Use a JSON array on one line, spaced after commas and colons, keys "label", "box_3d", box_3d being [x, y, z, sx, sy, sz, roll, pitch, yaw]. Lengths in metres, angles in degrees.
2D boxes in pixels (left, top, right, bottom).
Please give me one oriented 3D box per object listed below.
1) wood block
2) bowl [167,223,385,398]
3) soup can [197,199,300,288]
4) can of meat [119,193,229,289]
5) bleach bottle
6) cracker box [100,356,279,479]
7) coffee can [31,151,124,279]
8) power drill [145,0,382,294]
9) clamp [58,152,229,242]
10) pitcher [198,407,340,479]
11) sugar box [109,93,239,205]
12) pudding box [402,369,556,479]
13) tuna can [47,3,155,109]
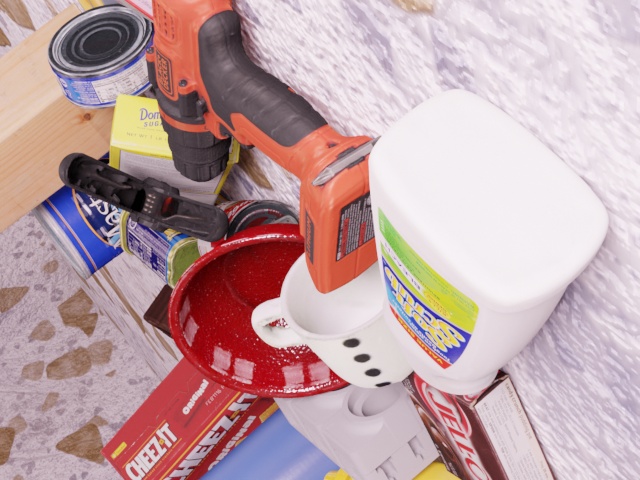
[{"label": "wood block", "box_3d": [-0.260, -0.097, 0.935, 0.090, 0.206, 0.090, 49, 175, 36]}, {"label": "bowl", "box_3d": [-0.027, 0.041, 0.768, 0.055, 0.162, 0.162, -91, -20, -50]}, {"label": "soup can", "box_3d": [-0.056, 0.001, 0.851, 0.068, 0.068, 0.102, 56, 166, -12]}, {"label": "can of meat", "box_3d": [-0.113, -0.004, 0.949, 0.084, 0.101, 0.057, 35, 133, 42]}, {"label": "bleach bottle", "box_3d": [0.074, 0.029, 0.543, 0.103, 0.068, 0.251, 47, 167, 21]}, {"label": "cracker box", "box_3d": [-0.096, 0.182, 1.076, 0.072, 0.164, 0.213, 43, -176, 24]}, {"label": "coffee can", "box_3d": [-0.206, -0.043, 1.057, 0.103, 0.140, 0.103, 48, 165, 18]}, {"label": "power drill", "box_3d": [-0.037, -0.056, 0.653, 0.188, 0.057, 0.184, 44, 155, 24]}, {"label": "clamp", "box_3d": [-0.131, -0.030, 0.785, 0.120, 0.039, 0.171, 28, 174, -10]}, {"label": "pitcher", "box_3d": [-0.043, 0.244, 1.028, 0.145, 0.242, 0.149, 39, 160, 44]}, {"label": "sugar box", "box_3d": [-0.119, -0.067, 0.846, 0.176, 0.093, 0.048, 150, 128, -76]}, {"label": "pudding box", "box_3d": [0.103, 0.123, 0.709, 0.090, 0.039, 0.113, 27, 150, 58]}, {"label": "tuna can", "box_3d": [-0.162, -0.141, 0.811, 0.086, 0.086, 0.034, 41, 160, 37]}]
